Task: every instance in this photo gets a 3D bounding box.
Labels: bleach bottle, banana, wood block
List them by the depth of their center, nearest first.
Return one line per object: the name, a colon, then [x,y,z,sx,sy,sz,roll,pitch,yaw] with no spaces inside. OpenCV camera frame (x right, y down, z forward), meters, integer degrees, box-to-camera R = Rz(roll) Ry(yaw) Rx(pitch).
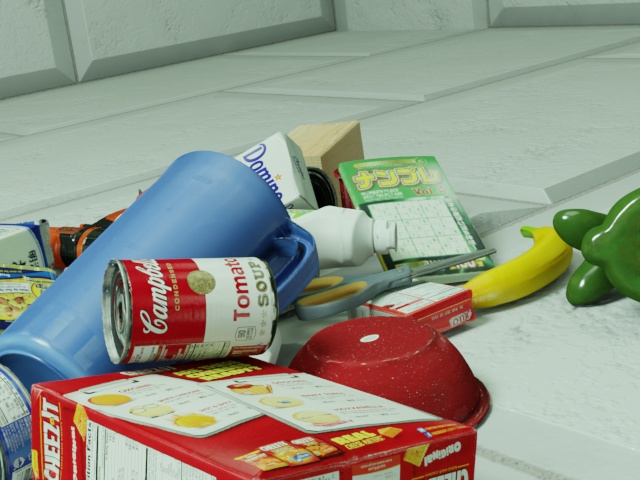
bleach bottle: [-0.056,0.001,0.975,0.251,0.068,0.102,-1,15,9]
banana: [0.189,0.024,0.983,0.070,0.037,0.197,-12,10,33]
wood block: [-0.010,-0.083,1.332,0.090,0.091,0.206,-3,17,16]

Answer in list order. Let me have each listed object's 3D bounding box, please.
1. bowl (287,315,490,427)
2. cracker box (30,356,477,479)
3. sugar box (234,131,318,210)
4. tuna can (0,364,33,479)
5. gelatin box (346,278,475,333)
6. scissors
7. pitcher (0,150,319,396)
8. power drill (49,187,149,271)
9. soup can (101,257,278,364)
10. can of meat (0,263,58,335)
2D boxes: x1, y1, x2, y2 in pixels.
bowl: [0.038,0.095,0.764,0.162,0.055,0.162,-6,16,2]
cracker box: [-0.043,0.126,0.619,0.163,0.072,0.214,-3,8,-43]
sugar box: [-0.093,-0.029,1.076,0.176,0.048,0.093,-31,50,18]
tuna can: [-0.221,0.126,0.714,0.086,0.086,0.033,9,24,43]
gelatin box: [0.076,0.060,0.911,0.073,0.030,0.089,-18,16,-32]
scissors: [0.052,0.032,0.939,0.201,0.016,0.096,-19,15,-34]
pitcher: [-0.122,0.046,0.807,0.149,0.145,0.242,-42,5,47]
power drill: [-0.216,-0.011,1.234,0.185,0.057,0.187,6,20,38]
soup can: [-0.087,0.045,0.704,0.102,0.068,0.069,-1,12,-24]
can of meat: [-0.257,0.066,0.882,0.101,0.058,0.084,8,41,-36]
